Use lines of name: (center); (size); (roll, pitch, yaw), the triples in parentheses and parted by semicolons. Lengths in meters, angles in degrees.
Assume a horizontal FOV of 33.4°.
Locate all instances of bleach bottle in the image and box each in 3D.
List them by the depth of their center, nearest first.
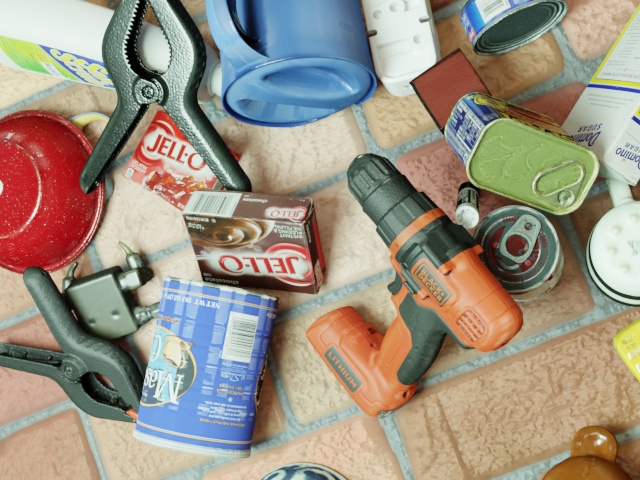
bleach bottle: (-0.193, -0.178, 0.990); (0.251, 0.102, 0.068); (16, 73, 16)

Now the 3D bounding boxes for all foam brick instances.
foam brick: (0.116, -0.120, 0.911); (0.053, 0.078, 0.051); (-34, 76, 11)

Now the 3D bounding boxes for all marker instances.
marker: (0.121, -0.030, 0.877); (0.020, 0.121, 0.020); (2, 103, 8)

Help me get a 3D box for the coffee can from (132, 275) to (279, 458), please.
coffee can: (-0.098, 0.109, 0.924); (0.103, 0.102, 0.140); (9, 85, 16)

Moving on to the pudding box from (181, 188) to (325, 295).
pudding box: (-0.056, 0.001, 0.934); (0.114, 0.090, 0.039); (7, 47, 18)

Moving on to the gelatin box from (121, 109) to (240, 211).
gelatin box: (-0.131, -0.070, 0.995); (0.089, 0.030, 0.073); (30, 91, 17)

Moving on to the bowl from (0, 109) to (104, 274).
bowl: (-0.288, -0.047, 1.011); (0.162, 0.055, 0.162); (0, 90, 19)

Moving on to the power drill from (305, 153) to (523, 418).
power drill: (0.056, 0.044, 0.860); (0.184, 0.057, 0.188); (52, 140, 17)

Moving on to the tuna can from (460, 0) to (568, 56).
tuna can: (0.163, -0.193, 0.903); (0.086, 0.086, 0.034); (-24, 76, 11)

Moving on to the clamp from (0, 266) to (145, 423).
clamp: (-0.231, 0.114, 0.980); (0.171, 0.039, 0.120); (45, 127, -1)

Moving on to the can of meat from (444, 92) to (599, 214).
can of meat: (0.155, -0.071, 0.839); (0.102, 0.084, 0.057); (18, 111, -16)

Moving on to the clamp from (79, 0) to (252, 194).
clamp: (-0.153, -0.128, 0.937); (0.165, 0.036, 0.210); (-3, 109, 16)

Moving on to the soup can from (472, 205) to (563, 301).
soup can: (0.162, 0.013, 0.867); (0.068, 0.102, 0.068); (-2, 82, 15)

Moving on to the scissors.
scissors: (-0.273, -0.111, 1.046); (0.202, 0.016, 0.096); (36, 96, 16)

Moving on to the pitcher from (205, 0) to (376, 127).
pitcher: (-0.037, -0.233, 0.926); (0.145, 0.149, 0.243); (-4, 72, -11)
